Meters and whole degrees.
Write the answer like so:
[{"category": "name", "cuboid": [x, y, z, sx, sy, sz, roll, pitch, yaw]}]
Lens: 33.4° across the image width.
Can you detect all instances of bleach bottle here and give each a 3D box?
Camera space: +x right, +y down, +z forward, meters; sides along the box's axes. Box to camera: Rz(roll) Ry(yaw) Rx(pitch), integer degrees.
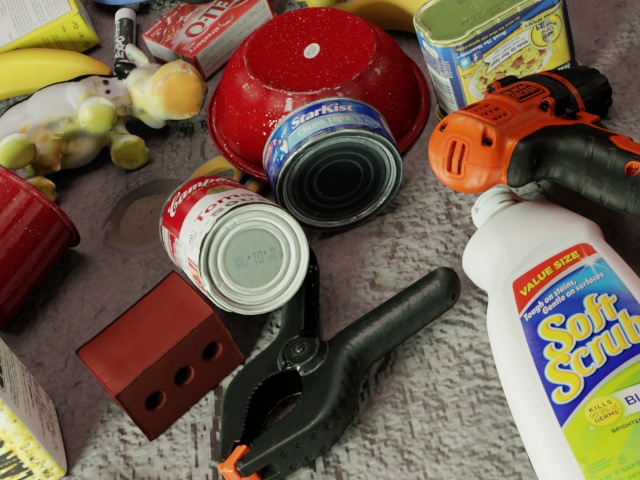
[{"category": "bleach bottle", "cuboid": [0.128, 0.059, 0.542, 0.102, 0.068, 0.251, -22, 42, -1]}]

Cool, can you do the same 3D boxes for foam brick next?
[{"category": "foam brick", "cuboid": [-0.094, 0.069, 0.637, 0.078, 0.053, 0.051, -41, 46, -15]}]

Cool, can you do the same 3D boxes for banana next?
[{"category": "banana", "cuboid": [-0.275, -0.121, 0.900, 0.198, 0.069, 0.037, -27, 5, 1]}]

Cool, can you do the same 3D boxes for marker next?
[{"category": "marker", "cuboid": [-0.166, -0.157, 0.907, 0.020, 0.020, 0.121, -17, 44, 8]}]

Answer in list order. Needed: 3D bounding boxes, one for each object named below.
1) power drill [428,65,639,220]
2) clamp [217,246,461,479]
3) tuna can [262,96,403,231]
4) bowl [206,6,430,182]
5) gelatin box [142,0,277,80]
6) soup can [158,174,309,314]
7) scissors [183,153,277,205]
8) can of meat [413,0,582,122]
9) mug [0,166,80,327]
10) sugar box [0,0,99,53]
[{"category": "power drill", "cuboid": [0.178, -0.047, 0.597, 0.188, 0.057, 0.184, 22, 32, 31]}, {"category": "clamp", "cuboid": [0.005, 0.069, 0.601, 0.120, 0.039, 0.171, -4, 46, 37]}, {"category": "tuna can", "cuboid": [0.008, -0.047, 0.678, 0.086, 0.086, 0.034, -22, 45, 3]}, {"category": "bowl", "cuboid": [-0.005, -0.114, 0.747, 0.162, 0.055, 0.162, -4, 50, 5]}, {"category": "gelatin box", "cuboid": [-0.092, -0.178, 0.887, 0.089, 0.030, 0.073, -45, 47, -19]}, {"category": "soup can", "cuboid": [-0.054, 0.001, 0.648, 0.068, 0.068, 0.102, -35, 22, -10]}, {"category": "scissors", "cuboid": [-0.034, -0.079, 0.776, 0.096, 0.016, 0.201, 5, 51, 26]}, {"category": "can of meat", "cuboid": [0.118, -0.129, 0.708, 0.102, 0.084, 0.057, -30, 44, -5]}, {"category": "mug", "cuboid": [-0.232, -0.002, 0.724, 0.093, 0.117, 0.081, 8, 56, 44]}, {"category": "sugar box", "cuboid": [-0.293, -0.171, 0.959, 0.176, 0.048, 0.093, -30, 44, 0]}]
